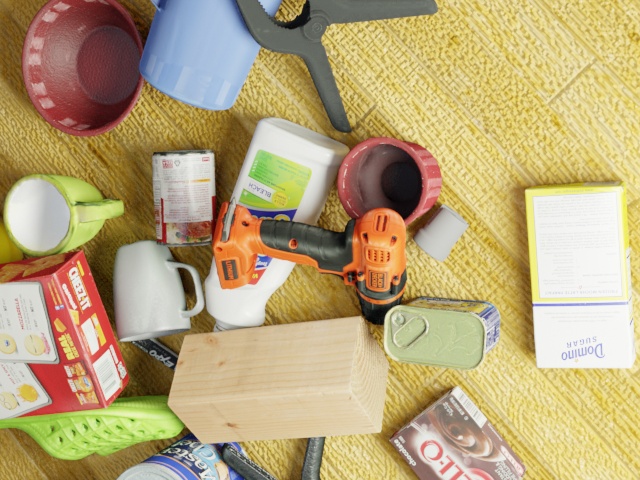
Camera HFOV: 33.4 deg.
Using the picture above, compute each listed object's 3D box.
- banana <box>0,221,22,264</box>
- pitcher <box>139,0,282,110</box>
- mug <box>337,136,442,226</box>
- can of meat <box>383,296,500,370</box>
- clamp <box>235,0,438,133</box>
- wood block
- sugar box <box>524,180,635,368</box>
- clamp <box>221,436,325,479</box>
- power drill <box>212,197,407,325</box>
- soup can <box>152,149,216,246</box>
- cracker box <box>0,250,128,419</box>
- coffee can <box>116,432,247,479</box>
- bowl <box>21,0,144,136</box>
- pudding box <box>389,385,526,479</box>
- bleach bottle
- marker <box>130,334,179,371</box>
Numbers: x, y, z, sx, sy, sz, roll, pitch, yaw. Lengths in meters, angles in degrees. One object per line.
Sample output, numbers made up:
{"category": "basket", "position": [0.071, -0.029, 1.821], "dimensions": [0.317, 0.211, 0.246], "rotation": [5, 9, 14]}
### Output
{"category": "banana", "position": [-0.400, 0.062, 1.300], "dimensions": [0.070, 0.037, 0.198], "rotation": [26, 105, 35]}
{"category": "pitcher", "position": [-0.107, -0.265, 1.087], "dimensions": [0.149, 0.144, 0.243], "rotation": [30, 109, 17]}
{"category": "mug", "position": [0.068, -0.048, 1.072], "dimensions": [0.093, 0.081, 0.117], "rotation": [32, 107, 15]}
{"category": "can of meat", "position": [0.124, 0.089, 1.065], "dimensions": [0.102, 0.083, 0.057], "rotation": [5, 98, 21]}
{"category": "clamp", "position": [0.003, -0.220, 1.049], "dimensions": [0.209, 0.036, 0.165], "rotation": [35, 106, -27]}
{"category": "wood block", "position": [-0.043, 0.149, 1.119], "dimensions": [0.206, 0.090, 0.090], "rotation": [-8, 138, 22]}
{"category": "sugar box", "position": [0.251, 0.034, 1.029], "dimensions": [0.093, 0.048, 0.176], "rotation": [-2, 99, 22]}
{"category": "clamp", "position": [-0.019, 0.270, 1.164], "dimensions": [0.120, 0.039, 0.171], "rotation": [-29, 96, 7]}
{"category": "power drill", "position": [-0.007, 0.023, 1.058], "dimensions": [0.187, 0.184, 0.057], "rotation": [5, 57, 6]}
{"category": "soup can", "position": [-0.148, -0.047, 1.166], "dimensions": [0.069, 0.068, 0.102], "rotation": [0, 96, 22]}
{"category": "cracker box", "position": [-0.336, 0.109, 1.178], "dimensions": [0.214, 0.072, 0.164], "rotation": [-9, 110, 23]}
{"category": "coffee can", "position": [-0.150, 0.273, 1.167], "dimensions": [0.103, 0.140, 0.103], "rotation": [3, 98, 21]}
{"category": "bowl", "position": [-0.253, -0.197, 1.195], "dimensions": [0.162, 0.055, 0.162], "rotation": [3, 98, 22]}
{"category": "pudding box", "position": [0.141, 0.220, 1.098], "dimensions": [0.090, 0.039, 0.113], "rotation": [-42, 81, 21]}
{"category": "bleach bottle", "position": [-0.057, 0.001, 1.140], "dimensions": [0.103, 0.068, 0.251], "rotation": [25, 107, 15]}
{"category": "marker", "position": [-0.177, 0.133, 1.226], "dimensions": [0.121, 0.020, 0.020], "rotation": [31, 107, 16]}
